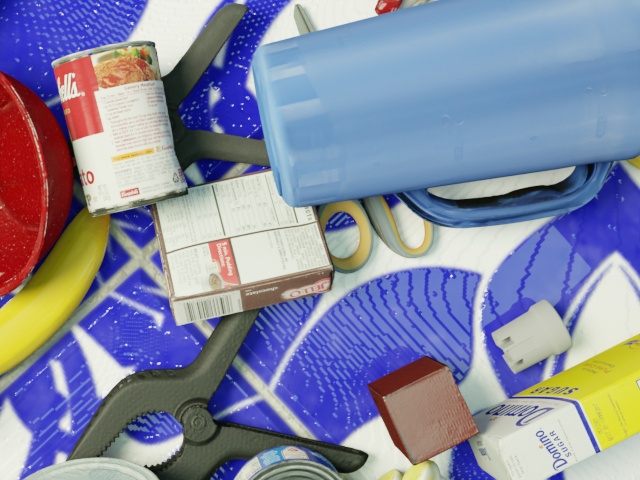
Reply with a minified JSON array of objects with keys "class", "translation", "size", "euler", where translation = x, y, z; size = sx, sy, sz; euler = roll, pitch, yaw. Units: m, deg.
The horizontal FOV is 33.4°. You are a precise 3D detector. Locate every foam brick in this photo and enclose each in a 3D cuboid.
[{"class":"foam brick","translation":[0.070,0.117,0.747],"size":[0.051,0.078,0.053],"euler":[-25,92,-5]}]

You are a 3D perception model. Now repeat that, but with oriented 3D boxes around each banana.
[{"class":"banana","translation":[-0.218,0.051,0.734],"size":[0.197,0.037,0.069],"euler":[-32,95,-6]}]

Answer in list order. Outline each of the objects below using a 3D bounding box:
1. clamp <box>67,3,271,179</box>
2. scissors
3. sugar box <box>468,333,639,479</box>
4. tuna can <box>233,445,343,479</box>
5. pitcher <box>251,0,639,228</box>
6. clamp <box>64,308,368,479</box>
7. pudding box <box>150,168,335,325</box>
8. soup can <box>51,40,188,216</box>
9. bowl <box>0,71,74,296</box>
[{"class":"clamp","translation":[-0.105,-0.093,0.748],"size":[0.171,0.039,0.120],"euler":[-14,90,-7]},{"class":"scissors","translation":[0.005,-0.063,0.772],"size":[0.096,0.016,0.202],"euler":[-36,93,-6]},{"class":"sugar box","translation":[0.194,0.113,0.754],"size":[0.176,0.093,0.048],"euler":[-23,92,-7]},{"class":"tuna can","translation":[-0.021,0.185,0.731],"size":[0.086,0.034,0.086],"euler":[-2,100,-12]},{"class":"pitcher","translation":[0.084,-0.087,0.702],"size":[0.242,0.145,0.149],"euler":[-12,79,-4]},{"class":"clamp","translation":[-0.086,0.114,0.749],"size":[0.210,0.036,0.164],"euler":[-17,91,-10]},{"class":"pudding box","translation":[-0.055,0.001,0.736],"size":[0.113,0.039,0.090],"euler":[-11,59,-8]},{"class":"soup can","translation":[-0.129,-0.072,0.694],"size":[0.068,0.068,0.102],"euler":[-13,95,-7]},{"class":"bowl","translation":[-0.213,-0.046,0.703],"size":[0.162,0.055,0.162],"euler":[10,106,35]}]
